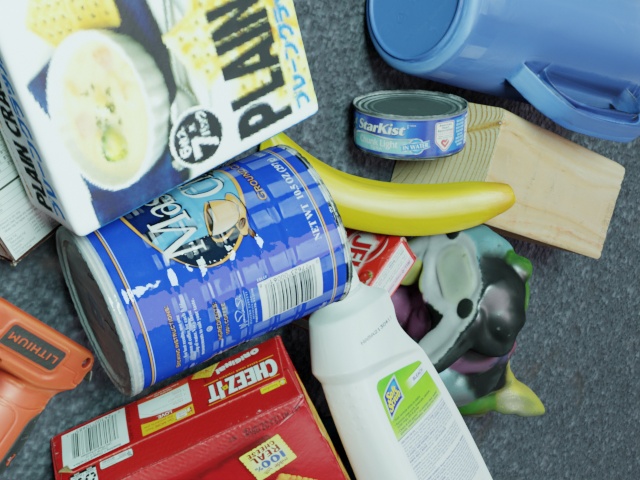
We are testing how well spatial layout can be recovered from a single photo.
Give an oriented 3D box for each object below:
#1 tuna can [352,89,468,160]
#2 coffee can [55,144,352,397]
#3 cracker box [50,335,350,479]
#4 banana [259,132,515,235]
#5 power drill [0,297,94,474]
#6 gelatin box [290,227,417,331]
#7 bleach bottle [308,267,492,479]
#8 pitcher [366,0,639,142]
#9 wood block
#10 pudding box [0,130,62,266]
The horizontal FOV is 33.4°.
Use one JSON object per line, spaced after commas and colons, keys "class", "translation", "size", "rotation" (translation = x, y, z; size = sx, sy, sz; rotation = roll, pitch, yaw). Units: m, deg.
{"class": "tuna can", "translation": [0.066, -0.087, 0.794], "size": [0.085, 0.086, 0.034], "rotation": [-19, 118, -41]}
{"class": "coffee can", "translation": [-0.067, 0.015, 0.617], "size": [0.140, 0.103, 0.103], "rotation": [-23, 121, -22]}
{"class": "cracker box", "translation": [-0.058, 0.187, 0.720], "size": [0.164, 0.072, 0.213], "rotation": [-24, 126, -1]}
{"class": "banana", "translation": [0.037, -0.036, 0.758], "size": [0.197, 0.037, 0.070], "rotation": [17, 132, -10]}
{"class": "power drill", "translation": [-0.224, 0.112, 0.583], "size": [0.187, 0.057, 0.184], "rotation": [-59, 140, -9]}
{"class": "gelatin box", "translation": [0.017, 0.029, 0.793], "size": [0.089, 0.073, 0.030], "rotation": [-54, 135, -18]}
{"class": "bleach bottle", "translation": [0.056, 0.123, 0.745], "size": [0.102, 0.068, 0.251], "rotation": [-41, 114, -46]}
{"class": "pitcher", "translation": [0.158, -0.161, 0.825], "size": [0.242, 0.149, 0.145], "rotation": [0, 103, -43]}
{"class": "wood block", "translation": [0.162, -0.050, 0.904], "size": [0.205, 0.091, 0.090], "rotation": [14, 93, -47]}
{"class": "pudding box", "translation": [-0.171, -0.057, 0.592], "size": [0.090, 0.039, 0.113], "rotation": [-43, 129, -26]}
